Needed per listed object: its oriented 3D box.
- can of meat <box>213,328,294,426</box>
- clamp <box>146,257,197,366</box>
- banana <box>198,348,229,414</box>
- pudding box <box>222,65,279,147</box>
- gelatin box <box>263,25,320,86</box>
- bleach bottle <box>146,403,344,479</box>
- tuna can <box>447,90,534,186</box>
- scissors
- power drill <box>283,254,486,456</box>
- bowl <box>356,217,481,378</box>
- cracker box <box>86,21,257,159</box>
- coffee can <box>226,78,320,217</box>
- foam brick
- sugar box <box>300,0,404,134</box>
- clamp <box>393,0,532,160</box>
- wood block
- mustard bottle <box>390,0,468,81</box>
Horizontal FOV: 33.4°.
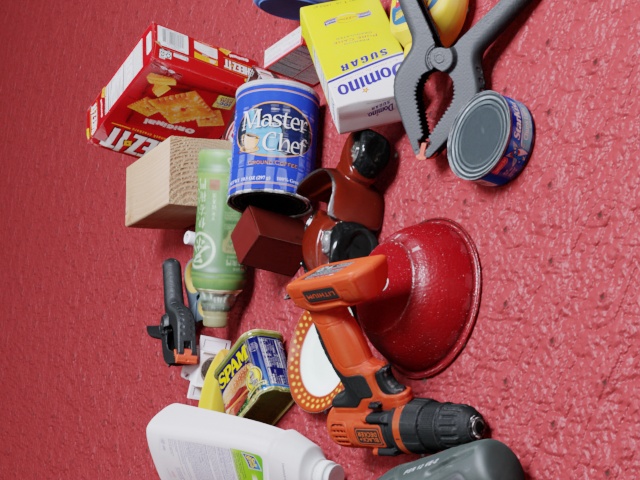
[{"bbox_3d":[-0.075,0.167,1.238,0.102,0.057,0.084,-52,41,34],"label":"can of meat"},{"bbox_3d":[-0.190,0.100,1.390,0.172,0.039,0.120,-140,54,-59],"label":"clamp"},{"bbox_3d":[-0.128,0.235,1.309,0.070,0.037,0.198,-22,63,54],"label":"banana"},{"bbox_3d":[-0.083,-0.158,1.395,0.114,0.039,0.090,-62,34,22],"label":"pudding box"},{"bbox_3d":[-0.015,-0.222,1.280,0.089,0.073,0.030,-24,59,52],"label":"gelatin box"},{"bbox_3d":[-0.078,0.244,1.167,0.251,0.068,0.102,3,119,40],"label":"bleach bottle"},{"bbox_3d":[0.158,-0.094,0.992,0.086,0.033,0.086,-29,54,50],"label":"tuna can"},{"bbox_3d":[-0.180,0.093,1.446,0.202,0.016,0.096,-38,73,45],"label":"scissors"},{"bbox_3d":[0.053,0.110,0.979,0.185,0.057,0.187,-11,102,47],"label":"power drill"},{"bbox_3d":[0.082,0.050,1.036,0.162,0.055,0.162,-30,53,49],"label":"bowl"},{"bbox_3d":[-0.209,-0.191,1.490,0.214,0.164,0.072,-40,44,43],"label":"cracker box"},{"bbox_3d":[-0.055,-0.107,1.270,0.103,0.102,0.140,-20,62,54],"label":"coffee can"},{"bbox_3d":[-0.058,0.002,1.256,0.051,0.078,0.053,-53,38,30],"label":"foam brick"},{"bbox_3d":[0.042,-0.196,1.159,0.048,0.093,0.176,83,172,-47],"label":"sugar box"},{"bbox_3d":[0.114,-0.185,1.044,0.165,0.036,0.210,23,106,23],"label":"clamp"},{"bbox_3d":[-0.195,-0.074,1.458,0.206,0.090,0.091,162,108,-63],"label":"wood block"},{"bbox_3d":[0.113,-0.256,1.106,0.096,0.058,0.191,-9,70,51],"label":"mustard bottle"}]
